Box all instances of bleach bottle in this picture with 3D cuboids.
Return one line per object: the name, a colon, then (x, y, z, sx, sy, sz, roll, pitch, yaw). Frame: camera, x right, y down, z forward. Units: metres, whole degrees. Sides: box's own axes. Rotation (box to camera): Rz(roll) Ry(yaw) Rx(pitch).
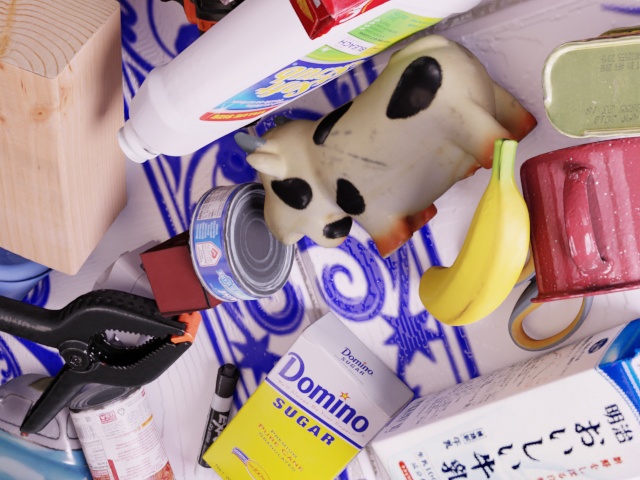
bleach bottle: (-0.028, -0.118, 0.673, 0.251, 0.102, 0.068, -28, 79, 30)

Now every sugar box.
sugar box: (-0.014, 0.146, 0.831, 0.093, 0.048, 0.176, 44, 128, 11)

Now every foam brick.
foam brick: (-0.087, 0.018, 0.807, 0.053, 0.078, 0.051, -11, 102, 34)

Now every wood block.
wood block: (-0.204, -0.082, 0.788, 0.090, 0.090, 0.206, 22, 141, 10)

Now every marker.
marker: (-0.087, 0.153, 0.900, 0.020, 0.020, 0.121, 29, 122, 22)

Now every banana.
banana: (0.092, 0.015, 0.645, 0.037, 0.069, 0.198, 13, 154, -4)

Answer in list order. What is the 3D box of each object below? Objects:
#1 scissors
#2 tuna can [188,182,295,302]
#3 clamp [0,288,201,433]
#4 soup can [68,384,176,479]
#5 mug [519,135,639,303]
scissors: (0.163, -0.016, 0.662, 0.096, 0.016, 0.202, 39, 123, 18)
tuna can: (-0.055, 0.001, 0.773, 0.034, 0.086, 0.086, -6, 106, 34)
clamp: (-0.197, 0.077, 0.844, 0.210, 0.036, 0.164, -17, 125, 22)
soup can: (-0.174, 0.180, 0.939, 0.069, 0.068, 0.102, -9, 103, 36)
mug: (0.153, -0.011, 0.592, 0.093, 0.117, 0.081, -11, 86, 28)
